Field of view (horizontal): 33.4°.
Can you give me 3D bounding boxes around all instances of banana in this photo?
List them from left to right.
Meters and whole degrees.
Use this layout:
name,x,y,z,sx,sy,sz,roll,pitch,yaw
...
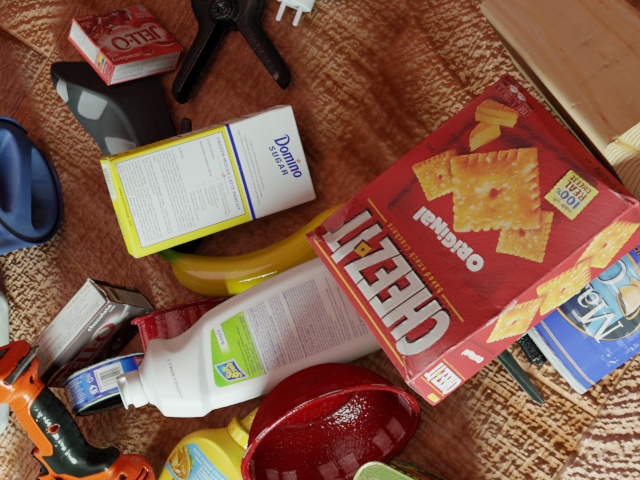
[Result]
name,x,y,z,sx,sy,sz,roll,pitch,yaw
banana,-0.055,0.015,0.990,0.198,0.069,0.037,-13,40,12

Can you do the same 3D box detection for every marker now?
name,x,y,z,sx,sy,sz,roll,pitch,yaw
marker,0.159,0.056,0.927,0.020,0.020,0.121,-35,73,12

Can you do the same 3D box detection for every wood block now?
name,x,y,z,sx,sy,sz,roll,pitch,yaw
wood block,0.223,-0.135,0.849,0.090,0.090,0.206,-36,46,10

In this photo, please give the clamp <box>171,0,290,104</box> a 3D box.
name,x,y,z,sx,sy,sz,roll,pitch,yaw
clamp,-0.080,-0.215,1.042,0.120,0.039,0.171,4,82,12

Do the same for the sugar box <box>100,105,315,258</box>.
name,x,y,z,sx,sy,sz,roll,pitch,yaw
sugar box,-0.100,-0.056,0.967,0.176,0.048,0.093,-19,102,-19

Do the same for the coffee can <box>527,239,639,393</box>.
name,x,y,z,sx,sy,sz,roll,pitch,yaw
coffee can,0.235,0.041,0.857,0.140,0.102,0.103,-38,72,11

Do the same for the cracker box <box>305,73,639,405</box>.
name,x,y,z,sx,sy,sz,roll,pitch,yaw
cracker box,0.117,-0.005,0.830,0.214,0.072,0.164,-39,56,5

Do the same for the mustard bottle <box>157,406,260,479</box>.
name,x,y,z,sx,sy,sz,roll,pitch,yaw
mustard bottle,-0.107,0.232,0.978,0.096,0.058,0.192,41,97,31

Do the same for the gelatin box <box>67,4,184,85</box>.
name,x,y,z,sx,sy,sz,roll,pitch,yaw
gelatin box,-0.191,-0.195,1.055,0.073,0.089,0.030,49,136,20

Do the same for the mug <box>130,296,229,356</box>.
name,x,y,z,sx,sy,sz,roll,pitch,yaw
mug,-0.109,0.100,0.988,0.117,0.093,0.081,-14,82,-6

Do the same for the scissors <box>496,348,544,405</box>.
name,x,y,z,sx,sy,sz,roll,pitch,yaw
scissors,0.112,0.061,0.913,0.016,0.096,0.202,-46,65,42

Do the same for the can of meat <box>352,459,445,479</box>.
name,x,y,z,sx,sy,sz,roll,pitch,yaw
can of meat,0.082,0.225,0.897,0.102,0.083,0.057,23,90,21

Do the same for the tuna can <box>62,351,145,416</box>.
name,x,y,z,sx,sy,sz,roll,pitch,yaw
tuna can,-0.198,0.137,1.010,0.086,0.086,0.034,-25,76,15

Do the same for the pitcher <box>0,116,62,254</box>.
name,x,y,z,sx,sy,sz,roll,pitch,yaw
pitcher,-0.398,-0.021,1.079,0.243,0.149,0.145,-18,81,20

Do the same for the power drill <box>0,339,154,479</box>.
name,x,y,z,sx,sy,sz,roll,pitch,yaw
power drill,-0.266,0.186,0.986,0.185,0.057,0.187,-21,116,33

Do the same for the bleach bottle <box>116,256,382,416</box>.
name,x,y,z,sx,sy,sz,roll,pitch,yaw
bleach bottle,-0.055,0.081,0.925,0.250,0.068,0.102,-19,78,-9

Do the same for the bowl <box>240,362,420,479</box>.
name,x,y,z,sx,sy,sz,roll,pitch,yaw
bowl,0.002,0.154,0.911,0.162,0.162,0.055,-35,50,12

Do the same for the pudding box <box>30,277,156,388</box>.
name,x,y,z,sx,sy,sz,roll,pitch,yaw
pudding box,-0.224,0.092,1.024,0.039,0.090,0.113,42,97,20
